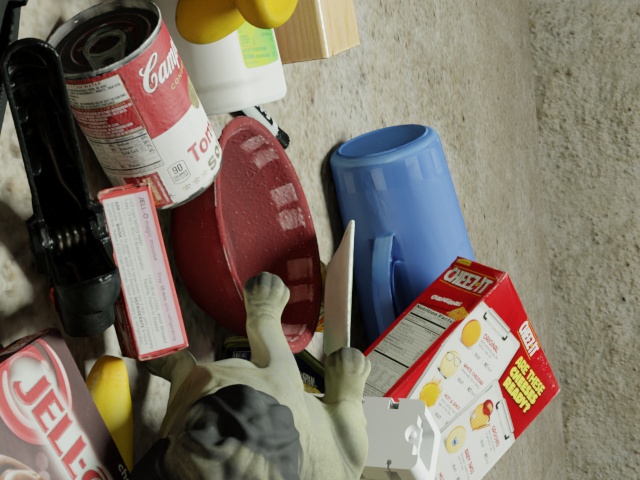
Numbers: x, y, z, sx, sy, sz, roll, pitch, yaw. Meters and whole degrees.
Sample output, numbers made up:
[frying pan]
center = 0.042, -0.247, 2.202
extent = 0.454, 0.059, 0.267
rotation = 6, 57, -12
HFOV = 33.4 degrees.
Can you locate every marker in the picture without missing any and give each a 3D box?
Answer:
[marker]
center = -0.051, -0.097, 0.826
extent = 0.121, 0.020, 0.020
rotation = 44, 44, -63

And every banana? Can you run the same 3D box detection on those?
[banana]
center = -0.110, 0.164, 0.569
extent = 0.069, 0.037, 0.198
rotation = -54, 137, -76

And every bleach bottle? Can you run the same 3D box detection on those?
[bleach bottle]
center = -0.084, -0.210, 0.700
extent = 0.102, 0.068, 0.251
rotation = -36, 116, -68

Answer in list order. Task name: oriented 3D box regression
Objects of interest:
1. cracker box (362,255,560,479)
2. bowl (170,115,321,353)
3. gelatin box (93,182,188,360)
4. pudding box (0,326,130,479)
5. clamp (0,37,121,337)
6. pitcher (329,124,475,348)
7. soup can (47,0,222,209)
[cracker box]
center = 0.102, 0.145, 0.950
extent = 0.213, 0.072, 0.164
rotation = -44, 128, -19
[bowl]
center = -0.055, 0.001, 0.718
extent = 0.162, 0.055, 0.162
rotation = -14, 90, -70
[gelatin box]
center = -0.100, 0.018, 0.568
extent = 0.073, 0.030, 0.089
rotation = 164, -89, -72
[pudding box]
center = -0.130, 0.107, 0.482
extent = 0.113, 0.039, 0.090
rotation = 67, 23, -9
[clamp]
center = -0.111, 0.005, 0.481
extent = 0.171, 0.039, 0.120
rotation = 98, -20, -60
[pitcher]
center = 0.085, 0.019, 1.040
extent = 0.149, 0.144, 0.243
rotation = 28, -43, 64
[soup can]
center = -0.102, -0.074, 0.598
extent = 0.068, 0.069, 0.102
rotation = -77, 155, -42
